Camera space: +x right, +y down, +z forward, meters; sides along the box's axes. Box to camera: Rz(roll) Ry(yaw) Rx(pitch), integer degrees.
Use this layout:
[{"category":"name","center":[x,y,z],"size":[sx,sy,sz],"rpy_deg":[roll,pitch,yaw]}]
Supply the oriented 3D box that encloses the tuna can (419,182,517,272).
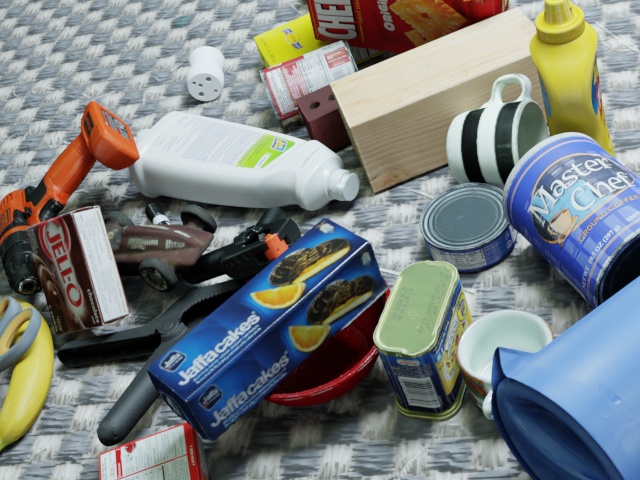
[{"category":"tuna can","center":[0.135,-0.012,0.974],"size":[0.086,0.033,0.086],"rpy_deg":[-13,42,12]}]

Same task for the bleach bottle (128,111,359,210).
[{"category":"bleach bottle","center":[-0.076,-0.073,1.115],"size":[0.251,0.068,0.102],"rpy_deg":[14,54,32]}]

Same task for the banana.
[{"category":"banana","center":[-0.288,0.119,1.028],"size":[0.070,0.037,0.198],"rpy_deg":[-16,42,8]}]

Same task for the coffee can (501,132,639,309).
[{"category":"coffee can","center":[0.229,-0.012,0.879],"size":[0.102,0.103,0.140],"rpy_deg":[-29,41,-6]}]

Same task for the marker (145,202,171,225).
[{"category":"marker","center":[-0.157,-0.004,1.111],"size":[0.020,0.020,0.121],"rpy_deg":[-30,41,-8]}]

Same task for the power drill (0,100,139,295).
[{"category":"power drill","center":[-0.273,-0.047,1.129],"size":[0.188,0.057,0.184],"rpy_deg":[-46,35,10]}]

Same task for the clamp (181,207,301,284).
[{"category":"clamp","center":[-0.057,0.001,1.002],"size":[0.120,0.039,0.172],"rpy_deg":[-42,17,-22]}]

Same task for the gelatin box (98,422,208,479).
[{"category":"gelatin box","center":[-0.138,0.198,0.881],"size":[0.089,0.030,0.073],"rpy_deg":[-21,42,3]}]

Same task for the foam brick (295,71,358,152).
[{"category":"foam brick","center":[0.021,-0.135,1.143],"size":[0.078,0.051,0.053],"rpy_deg":[-25,41,-1]}]

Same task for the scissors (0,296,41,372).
[{"category":"scissors","center":[-0.317,0.139,0.997],"size":[0.096,0.016,0.201],"rpy_deg":[-14,49,38]}]

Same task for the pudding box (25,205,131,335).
[{"category":"pudding box","center":[-0.233,0.030,1.024],"size":[0.039,0.113,0.090],"rpy_deg":[-20,4,-43]}]

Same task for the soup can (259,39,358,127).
[{"category":"soup can","center":[-0.009,-0.175,1.186],"size":[0.102,0.068,0.068],"rpy_deg":[-20,41,2]}]

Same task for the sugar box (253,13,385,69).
[{"category":"sugar box","center":[0.017,-0.240,1.260],"size":[0.176,0.048,0.093],"rpy_deg":[-26,41,-2]}]

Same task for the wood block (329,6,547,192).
[{"category":"wood block","center":[0.126,-0.142,1.073],"size":[0.206,0.091,0.090],"rpy_deg":[-22,40,2]}]

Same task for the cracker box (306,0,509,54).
[{"category":"cracker box","center":[0.089,-0.269,1.130],"size":[0.214,0.164,0.072],"rpy_deg":[12,63,16]}]

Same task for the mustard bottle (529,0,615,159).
[{"category":"mustard bottle","center":[0.222,-0.135,0.945],"size":[0.058,0.191,0.096],"rpy_deg":[-7,44,18]}]

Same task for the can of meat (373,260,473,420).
[{"category":"can of meat","center":[0.087,0.079,0.863],"size":[0.058,0.084,0.102],"rpy_deg":[3,48,26]}]

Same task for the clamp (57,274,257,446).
[{"category":"clamp","center":[-0.134,0.098,0.973],"size":[0.210,0.036,0.165],"rpy_deg":[-27,32,-7]}]

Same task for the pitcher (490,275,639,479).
[{"category":"pitcher","center":[0.255,0.093,0.753],"size":[0.242,0.149,0.145],"rpy_deg":[-36,27,-18]}]

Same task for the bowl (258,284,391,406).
[{"category":"bowl","center":[-0.009,0.088,0.919],"size":[0.162,0.055,0.162],"rpy_deg":[-13,42,12]}]
